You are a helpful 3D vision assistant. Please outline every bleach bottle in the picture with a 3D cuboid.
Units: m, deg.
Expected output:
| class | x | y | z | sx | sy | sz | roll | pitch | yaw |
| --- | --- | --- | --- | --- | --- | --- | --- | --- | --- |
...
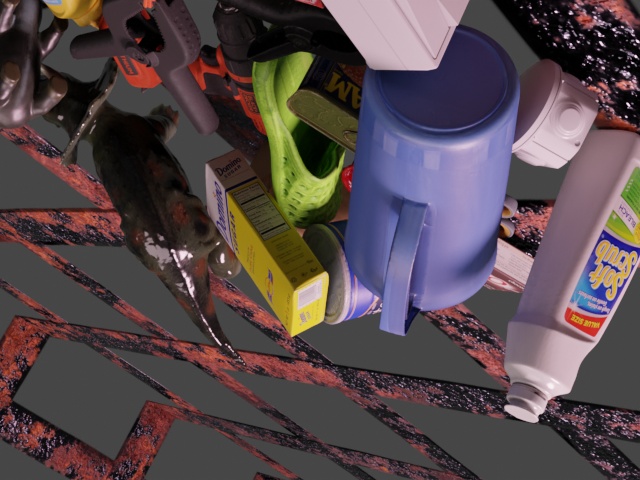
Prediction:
| class | x | y | z | sx | sy | sz | roll | pitch | yaw |
| --- | --- | --- | --- | --- | --- | --- | --- | --- | --- |
| bleach bottle | 0.214 | 0.035 | 0.880 | 0.068 | 0.250 | 0.102 | 6 | 151 | 44 |

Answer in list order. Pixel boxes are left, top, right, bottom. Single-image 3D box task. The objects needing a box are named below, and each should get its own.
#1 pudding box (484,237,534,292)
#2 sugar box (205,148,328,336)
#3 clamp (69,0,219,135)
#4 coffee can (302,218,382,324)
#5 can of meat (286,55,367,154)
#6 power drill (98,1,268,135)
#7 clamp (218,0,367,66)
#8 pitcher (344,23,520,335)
| class | x | y | z | sx | sy | sz | roll | pitch | yaw |
| --- | --- | --- | --- | --- | --- | --- | --- | --- | --- |
| pudding box | 0.175 | 0.018 | 1.157 | 0.113 | 0.039 | 0.090 | 26 | 171 | -23 |
| sugar box | -0.057 | 0.002 | 1.076 | 0.176 | 0.048 | 0.093 | 51 | 156 | 26 |
| clamp | -0.165 | -0.182 | 0.972 | 0.164 | 0.036 | 0.210 | 27 | 159 | 5 |
| coffee can | 0.062 | 0.022 | 1.100 | 0.140 | 0.103 | 0.103 | -11 | 174 | -24 |
| can of meat | 0.035 | -0.131 | 0.936 | 0.102 | 0.084 | 0.058 | 31 | 159 | -12 |
| power drill | -0.120 | -0.183 | 1.031 | 0.188 | 0.057 | 0.184 | 21 | 156 | 24 |
| clamp | -0.019 | -0.171 | 0.816 | 0.172 | 0.039 | 0.120 | 8 | 165 | 37 |
| pitcher | 0.082 | -0.044 | 0.824 | 0.149 | 0.145 | 0.243 | 60 | 168 | 26 |
